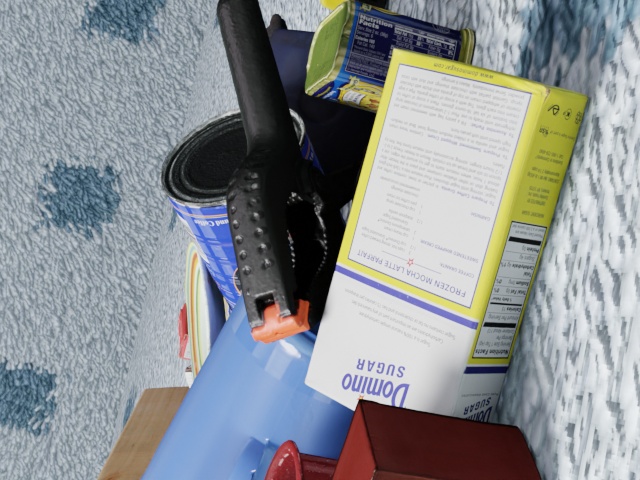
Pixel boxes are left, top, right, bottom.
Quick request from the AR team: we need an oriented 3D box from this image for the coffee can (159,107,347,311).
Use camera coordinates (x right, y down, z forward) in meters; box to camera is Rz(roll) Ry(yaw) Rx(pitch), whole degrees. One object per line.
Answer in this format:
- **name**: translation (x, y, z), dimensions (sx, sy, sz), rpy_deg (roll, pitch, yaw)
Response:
- **coffee can**: translation (-0.035, -0.008, 0.735), dimensions (0.103, 0.103, 0.140), rpy_deg (-92, -17, -50)

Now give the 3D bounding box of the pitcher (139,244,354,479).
- **pitcher**: translation (-0.032, 0.128, 0.676), dimensions (0.149, 0.144, 0.243), rpy_deg (53, 133, 33)

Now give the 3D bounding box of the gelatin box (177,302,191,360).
- **gelatin box**: translation (-0.096, 0.096, 1.057), dimensions (0.073, 0.089, 0.030), rpy_deg (-108, 31, -66)

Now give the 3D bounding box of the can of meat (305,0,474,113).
- **can of meat**: translation (0.041, -0.115, 0.699), dimensions (0.102, 0.084, 0.057), rpy_deg (173, 110, -77)

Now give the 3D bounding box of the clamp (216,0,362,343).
- **clamp**: translation (-0.020, -0.037, 0.598), dimensions (0.036, 0.164, 0.210), rpy_deg (-22, 34, 25)

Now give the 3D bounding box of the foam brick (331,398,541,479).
- **foam brick**: translation (0.048, 0.109, 0.458), dimensions (0.051, 0.078, 0.053), rpy_deg (-106, 29, -64)

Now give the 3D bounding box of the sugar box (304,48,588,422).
- **sugar box**: translation (0.057, 0.004, 0.516), dimensions (0.093, 0.048, 0.176), rpy_deg (23, 104, 42)

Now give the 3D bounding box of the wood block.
- **wood block**: translation (-0.137, 0.219, 0.972), dimensions (0.206, 0.090, 0.091), rpy_deg (-75, -18, -71)
